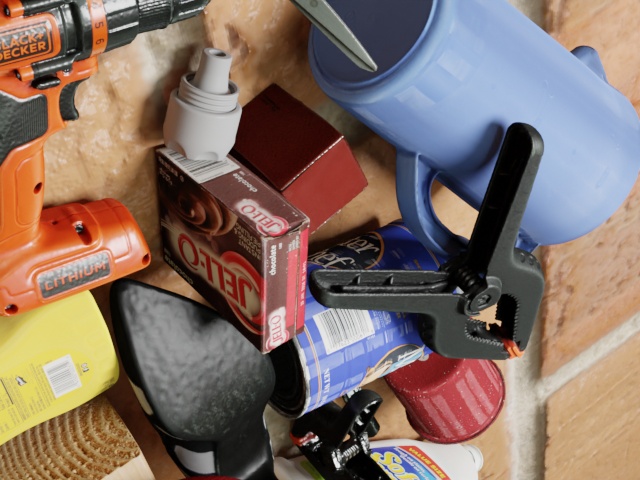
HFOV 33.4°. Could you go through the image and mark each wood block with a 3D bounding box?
[{"bbox_3d":[-0.154,0.198,0.747,0.090,0.090,0.206,-32,139,-17],"label":"wood block"}]

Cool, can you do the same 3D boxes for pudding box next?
[{"bbox_3d":[-0.054,0.001,0.649,0.039,0.114,0.090,-23,135,-30],"label":"pudding box"}]

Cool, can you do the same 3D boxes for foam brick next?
[{"bbox_3d":[-0.018,-0.051,0.667,0.053,0.078,0.051,-40,139,-8],"label":"foam brick"}]

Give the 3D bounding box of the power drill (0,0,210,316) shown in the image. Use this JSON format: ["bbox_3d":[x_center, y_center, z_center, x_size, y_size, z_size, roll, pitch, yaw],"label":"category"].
[{"bbox_3d":[-0.136,-0.061,0.571,0.184,0.057,0.188,-20,132,-26],"label":"power drill"}]

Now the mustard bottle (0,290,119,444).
[{"bbox_3d":[-0.217,0.093,0.626,0.191,0.058,0.096,-29,143,-21],"label":"mustard bottle"}]

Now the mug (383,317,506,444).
[{"bbox_3d":[0.106,0.104,0.911,0.081,0.093,0.117,54,51,-46],"label":"mug"}]

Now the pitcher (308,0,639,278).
[{"bbox_3d":[0.100,-0.084,0.703,0.145,0.149,0.242,-32,144,27],"label":"pitcher"}]

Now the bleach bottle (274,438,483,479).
[{"bbox_3d":[0.057,0.219,0.962,0.250,0.103,0.068,-7,136,-46],"label":"bleach bottle"}]

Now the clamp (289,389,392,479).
[{"bbox_3d":[0.026,0.172,0.831,0.039,0.172,0.120,-18,89,-20],"label":"clamp"}]

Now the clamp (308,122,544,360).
[{"bbox_3d":[0.103,0.020,0.697,0.164,0.036,0.209,-40,141,9],"label":"clamp"}]

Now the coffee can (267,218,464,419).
[{"bbox_3d":[0.020,0.054,0.769,0.140,0.103,0.103,-22,135,-27],"label":"coffee can"}]
